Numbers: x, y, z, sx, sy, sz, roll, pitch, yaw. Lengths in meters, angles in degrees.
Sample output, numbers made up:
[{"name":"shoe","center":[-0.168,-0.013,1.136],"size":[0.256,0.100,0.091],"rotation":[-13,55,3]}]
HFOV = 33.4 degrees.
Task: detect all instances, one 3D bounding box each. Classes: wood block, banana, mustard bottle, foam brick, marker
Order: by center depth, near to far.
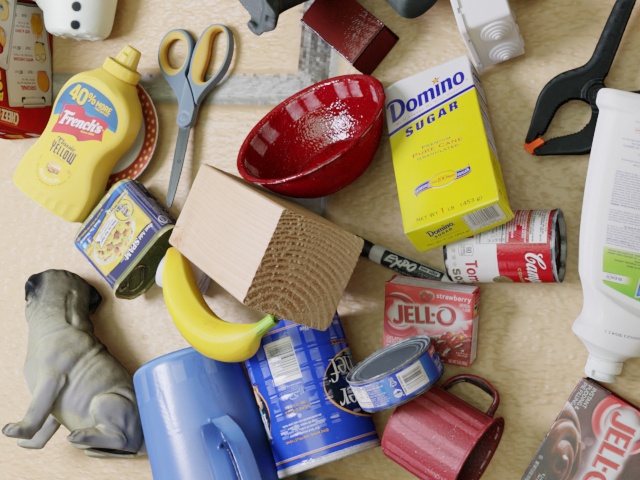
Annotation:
[{"name":"wood block","center":[-0.056,0.002,0.998],"size":[0.206,0.090,0.091],"rotation":[30,98,61]},{"name":"banana","center":[-0.109,0.069,1.025],"size":[0.069,0.037,0.198],"rotation":[-53,42,-7]},{"name":"marker","center":[0.079,0.023,1.040],"size":[0.121,0.020,0.020],"rotation":[23,94,21]},{"name":"foam brick","center":[0.029,-0.210,1.062],"size":[0.078,0.053,0.051],"rotation":[44,101,19]},{"name":"mustard bottle","center":[-0.244,-0.120,1.134],"size":[0.096,0.058,0.192],"rotation":[34,98,19]}]

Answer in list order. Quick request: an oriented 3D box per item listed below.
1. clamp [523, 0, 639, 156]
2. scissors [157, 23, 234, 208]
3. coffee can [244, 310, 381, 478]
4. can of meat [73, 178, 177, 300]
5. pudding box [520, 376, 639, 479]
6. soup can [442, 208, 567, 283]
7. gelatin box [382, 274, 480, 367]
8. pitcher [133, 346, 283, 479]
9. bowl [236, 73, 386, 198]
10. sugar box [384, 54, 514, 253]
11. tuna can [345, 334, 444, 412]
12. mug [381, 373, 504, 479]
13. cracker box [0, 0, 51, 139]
[{"name":"clamp","center":[0.265,-0.128,0.972],"size":[0.171,0.039,0.120],"rotation":[-48,72,14]},{"name":"scissors","center":[-0.156,-0.143,1.142],"size":[0.096,0.016,0.202],"rotation":[25,90,25]},{"name":"coffee can","center":[-0.011,0.144,1.020],"size":[0.103,0.102,0.140],"rotation":[-22,78,18]},{"name":"can of meat","center":[-0.202,-0.002,1.132],"size":[0.084,0.057,0.102],"rotation":[45,101,21]},{"name":"pudding box","center":[0.246,0.191,0.950],"size":[0.090,0.039,0.113],"rotation":[31,97,20]},{"name":"soup can","center":[0.170,0.005,0.980],"size":[0.102,0.068,0.068],"rotation":[-1,85,22]},{"name":"gelatin box","center":[0.104,0.076,1.009],"size":[0.089,0.030,0.073],"rotation":[8,107,21]},{"name":"pitcher","center":[-0.098,0.224,1.030],"size":[0.149,0.144,0.243],"rotation":[-23,75,20]},{"name":"bowl","center":[0.001,-0.091,1.036],"size":[0.162,0.055,0.162],"rotation":[-23,33,16]},{"name":"sugar box","center":[0.114,-0.083,0.985],"size":[0.093,0.048,0.176],"rotation":[-20,55,18]},{"name":"tuna can","center":[0.069,0.121,0.971],"size":[0.086,0.086,0.034],"rotation":[-25,97,17]},{"name":"mug","center":[0.117,0.173,0.982],"size":[0.082,0.093,0.117],"rotation":[29,72,25]},{"name":"cracker box","center":[-0.367,-0.228,1.158],"size":[0.072,0.164,0.214],"rotation":[-3,84,22]}]
